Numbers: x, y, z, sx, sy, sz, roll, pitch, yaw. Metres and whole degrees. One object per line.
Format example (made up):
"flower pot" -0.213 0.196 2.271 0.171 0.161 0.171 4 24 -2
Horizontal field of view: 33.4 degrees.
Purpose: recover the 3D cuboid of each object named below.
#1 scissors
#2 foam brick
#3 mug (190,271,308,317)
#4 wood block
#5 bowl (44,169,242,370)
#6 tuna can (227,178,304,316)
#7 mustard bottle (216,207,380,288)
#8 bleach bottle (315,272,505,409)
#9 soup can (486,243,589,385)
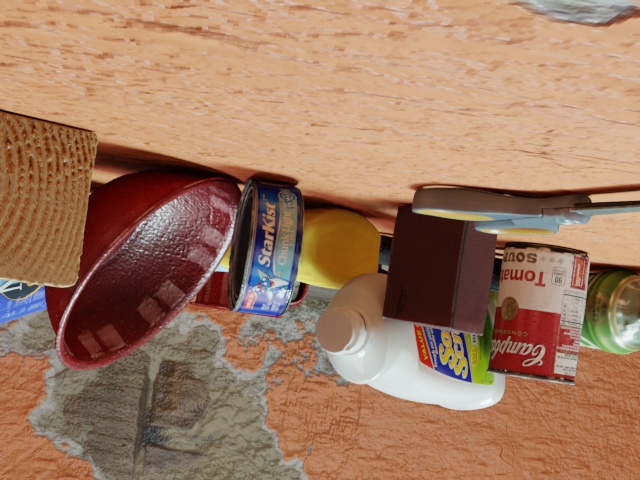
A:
"scissors" 0.112 -0.019 0.565 0.096 0.016 0.202 9 175 -10
"foam brick" 0.079 0.019 0.702 0.053 0.078 0.051 7 176 34
"mug" -0.067 0.033 1.068 0.117 0.081 0.093 10 175 -15
"wood block" -0.219 -0.023 0.652 0.090 0.090 0.206 10 175 -31
"bowl" -0.126 0.008 0.702 0.055 0.162 0.162 40 -175 17
"tuna can" -0.036 0.005 0.683 0.033 0.086 0.086 8 175 -12
"mustard bottle" -0.055 0.001 0.819 0.192 0.058 0.096 4 179 38
"bleach bottle" 0.067 0.079 0.796 0.068 0.102 0.250 -7 171 27
"soup can" 0.170 0.058 0.833 0.068 0.102 0.068 8 175 1
